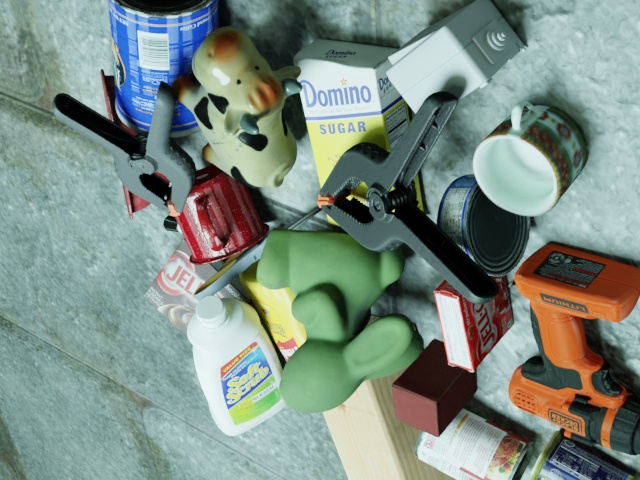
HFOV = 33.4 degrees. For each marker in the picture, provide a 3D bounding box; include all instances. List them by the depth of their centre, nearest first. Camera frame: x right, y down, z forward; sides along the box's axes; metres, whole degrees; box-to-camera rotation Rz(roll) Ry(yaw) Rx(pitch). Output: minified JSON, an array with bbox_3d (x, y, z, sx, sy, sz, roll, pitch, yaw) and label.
[{"bbox_3d":[-0.137,-0.011,1.228,0.121,0.020,0.020,13,131,39],"label":"marker"}]

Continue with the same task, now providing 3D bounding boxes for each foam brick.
[{"bbox_3d":[0.115,0.147,1.064,0.053,0.078,0.051,21,135,32],"label":"foam brick"}]

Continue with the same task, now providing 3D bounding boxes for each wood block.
[{"bbox_3d":[0.068,0.190,1.142,0.091,0.090,0.206,10,130,42],"label":"wood block"}]

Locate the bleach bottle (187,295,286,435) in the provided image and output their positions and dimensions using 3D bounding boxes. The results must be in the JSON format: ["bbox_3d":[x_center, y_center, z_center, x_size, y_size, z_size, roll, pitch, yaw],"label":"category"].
[{"bbox_3d":[-0.102,0.134,1.197,0.068,0.102,0.251,57,172,30],"label":"bleach bottle"}]

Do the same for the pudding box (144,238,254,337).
[{"bbox_3d":[-0.138,0.065,1.247,0.113,0.039,0.090,41,111,11],"label":"pudding box"}]

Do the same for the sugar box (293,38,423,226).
[{"bbox_3d":[0.036,-0.088,0.955,0.093,0.048,0.176,15,134,38],"label":"sugar box"}]

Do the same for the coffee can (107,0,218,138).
[{"bbox_3d":[-0.146,-0.183,1.008,0.103,0.102,0.140,31,141,23],"label":"coffee can"}]

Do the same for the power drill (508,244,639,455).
[{"bbox_3d":[0.239,0.103,0.911,0.185,0.057,0.187,17,134,36],"label":"power drill"}]

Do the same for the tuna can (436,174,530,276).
[{"bbox_3d":[0.135,-0.013,0.887,0.034,0.086,0.086,1,124,47],"label":"tuna can"}]

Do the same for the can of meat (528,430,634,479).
[{"bbox_3d":[0.248,0.246,1.037,0.084,0.057,0.102,28,140,22],"label":"can of meat"}]

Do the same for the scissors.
[{"bbox_3d":[-0.058,0.001,1.146,0.202,0.096,0.016,-37,100,23],"label":"scissors"}]

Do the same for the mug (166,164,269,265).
[{"bbox_3d":[-0.112,-0.027,1.114,0.093,0.117,0.081,-20,107,9],"label":"mug"}]

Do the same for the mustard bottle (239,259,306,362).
[{"bbox_3d":[-0.017,0.109,1.181,0.096,0.058,0.191,7,129,56],"label":"mustard bottle"}]

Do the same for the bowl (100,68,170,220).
[{"bbox_3d":[-0.191,-0.105,1.130,0.162,0.055,0.162,168,90,-80],"label":"bowl"}]

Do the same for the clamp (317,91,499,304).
[{"bbox_3d":[0.065,-0.025,0.874,0.210,0.036,0.164,-8,100,61],"label":"clamp"}]

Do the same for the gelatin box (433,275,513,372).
[{"bbox_3d":[0.140,0.062,0.963,0.030,0.073,0.089,14,132,39],"label":"gelatin box"}]

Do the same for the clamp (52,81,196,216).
[{"bbox_3d":[-0.159,-0.087,1.003,0.120,0.039,0.171,-4,145,30],"label":"clamp"}]

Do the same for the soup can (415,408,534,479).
[{"bbox_3d":[0.156,0.213,1.083,0.102,0.068,0.068,25,138,22],"label":"soup can"}]
